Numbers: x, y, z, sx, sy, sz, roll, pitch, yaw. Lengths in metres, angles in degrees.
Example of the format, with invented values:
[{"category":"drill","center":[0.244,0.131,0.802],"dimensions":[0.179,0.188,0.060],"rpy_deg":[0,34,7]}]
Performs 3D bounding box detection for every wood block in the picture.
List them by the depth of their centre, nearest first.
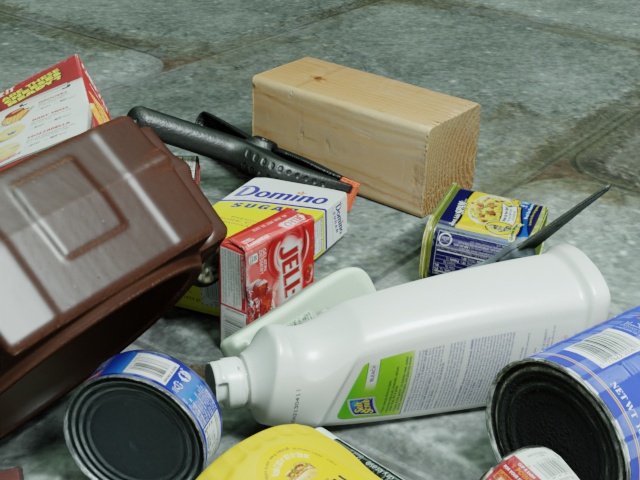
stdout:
[{"category":"wood block","center":[0.040,-0.105,1.028],"dimensions":[0.206,0.090,0.090],"rpy_deg":[22,34,33]}]

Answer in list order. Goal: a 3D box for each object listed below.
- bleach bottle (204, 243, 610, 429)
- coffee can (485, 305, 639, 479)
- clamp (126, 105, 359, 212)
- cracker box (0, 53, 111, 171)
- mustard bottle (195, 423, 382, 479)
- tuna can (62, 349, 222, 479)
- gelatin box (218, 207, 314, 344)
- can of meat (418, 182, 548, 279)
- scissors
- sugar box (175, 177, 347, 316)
[{"category":"bleach bottle","center":[0.053,0.066,0.674],"dimensions":[0.250,0.103,0.068],"rpy_deg":[-6,37,-19]},{"category":"coffee can","center":[0.183,0.096,0.626],"dimensions":[0.140,0.103,0.103],"rpy_deg":[-18,33,-34]},{"category":"clamp","center":[-0.061,-0.080,1.000],"dimensions":[0.210,0.036,0.164],"rpy_deg":[22,12,7]},{"category":"cracker box","center":[-0.250,-0.061,0.887],"dimensions":[0.164,0.072,0.214],"rpy_deg":[-27,31,-3]},{"category":"mustard bottle","center":[0.027,0.162,0.534],"dimensions":[0.192,0.058,0.096],"rpy_deg":[26,30,37]},{"category":"tuna can","center":[-0.100,0.106,0.606],"dimensions":[0.086,0.086,0.033],"rpy_deg":[9,26,13]},{"category":"gelatin box","center":[-0.037,0.030,0.755],"dimensions":[0.030,0.089,0.073],"rpy_deg":[22,33,34]},{"category":"can of meat","center":[0.134,0.000,0.865],"dimensions":[0.084,0.057,0.102],"rpy_deg":[13,29,17]},{"category":"scissors","center":[0.146,0.012,0.748],"dimensions":[0.096,0.202,0.016],"rpy_deg":[4,62,-44]},{"category":"sugar box","center":[-0.056,0.001,0.859],"dimensions":[0.093,0.048,0.176],"rpy_deg":[11,30,24]}]
